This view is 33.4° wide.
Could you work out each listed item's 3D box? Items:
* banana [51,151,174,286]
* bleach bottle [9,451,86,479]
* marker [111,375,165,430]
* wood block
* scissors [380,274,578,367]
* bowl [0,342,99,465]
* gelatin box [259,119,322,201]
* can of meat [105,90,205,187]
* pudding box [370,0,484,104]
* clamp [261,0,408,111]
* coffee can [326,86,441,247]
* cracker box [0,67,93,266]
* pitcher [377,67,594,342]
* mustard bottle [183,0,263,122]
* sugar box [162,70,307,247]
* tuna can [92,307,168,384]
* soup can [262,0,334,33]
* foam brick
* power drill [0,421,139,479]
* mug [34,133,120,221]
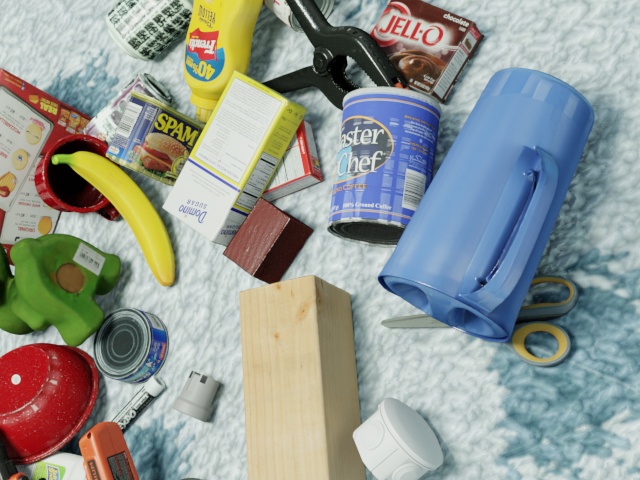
[{"bbox_3d":[-0.226,-0.035,1.237,0.037,0.197,0.069,-30,15,50],"label":"banana"},{"bbox_3d":[-0.321,0.290,1.215,0.251,0.068,0.102,1,76,27],"label":"bleach bottle"},{"bbox_3d":[-0.223,0.202,1.212,0.121,0.020,0.020,-47,59,9],"label":"marker"},{"bbox_3d":[-0.019,0.151,1.073,0.090,0.090,0.206,-14,69,25],"label":"wood block"},{"bbox_3d":[0.157,0.092,1.038,0.202,0.016,0.096,-21,66,22],"label":"scissors"},{"bbox_3d":[-0.340,0.175,1.231,0.162,0.055,0.162,-13,48,14],"label":"bowl"},{"bbox_3d":[-0.047,-0.088,1.198,0.089,0.030,0.073,-22,66,25],"label":"gelatin box"},{"bbox_3d":[-0.193,-0.116,1.246,0.058,0.102,0.084,24,90,37],"label":"can of meat"},{"bbox_3d":[0.105,-0.207,1.145,0.114,0.039,0.090,31,91,33],"label":"pudding box"},{"bbox_3d":[0.004,-0.191,1.166,0.210,0.036,0.165,37,133,24],"label":"clamp"},{"bbox_3d":[0.066,-0.073,1.089,0.103,0.102,0.140,0,75,29],"label":"coffee can"},{"bbox_3d":[-0.389,-0.086,1.308,0.072,0.164,0.213,14,82,34],"label":"cracker box"},{"bbox_3d":[0.166,-0.036,0.993,0.149,0.145,0.243,20,77,32],"label":"pitcher"},{"bbox_3d":[-0.118,-0.228,1.237,0.096,0.058,0.192,35,121,38],"label":"mustard bottle"},{"bbox_3d":[-0.096,-0.089,1.182,0.093,0.048,0.176,33,99,36],"label":"sugar box"},{"bbox_3d":[-0.219,0.120,1.226,0.086,0.033,0.086,-9,71,26],"label":"tuna can"},{"bbox_3d":[-0.040,-0.294,1.236,0.068,0.068,0.102,-50,59,7],"label":"soup can"},{"bbox_3d":[-0.058,0.001,1.163,0.051,0.053,0.078,36,93,32],"label":"foam brick"},{"bbox_3d":[-0.289,0.257,1.138,0.188,0.057,0.184,-24,85,23],"label":"power drill"},{"bbox_3d":[-0.288,-0.068,1.286,0.093,0.117,0.082,-52,19,-19],"label":"mug"}]
